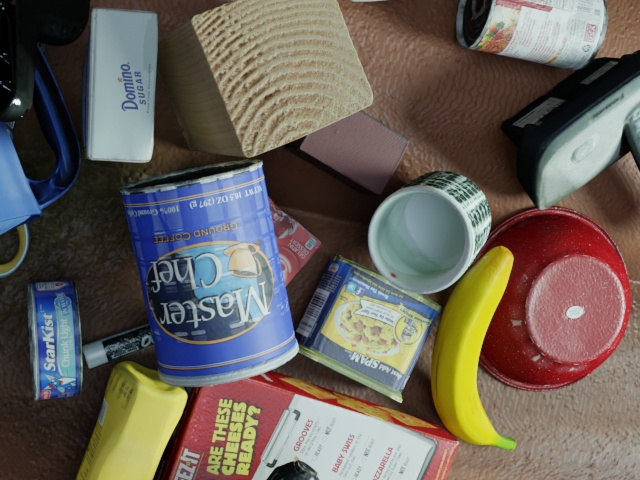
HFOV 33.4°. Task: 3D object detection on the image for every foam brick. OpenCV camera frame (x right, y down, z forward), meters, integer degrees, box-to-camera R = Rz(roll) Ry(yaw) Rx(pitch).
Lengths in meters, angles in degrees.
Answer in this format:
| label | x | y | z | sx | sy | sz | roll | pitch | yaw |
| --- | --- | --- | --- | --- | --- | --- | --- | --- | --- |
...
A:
| label | x | y | z | sx | sy | sz | roll | pitch | yaw |
| --- | --- | --- | --- | --- | --- | --- | --- | --- | --- |
| foam brick | 0.020 | -0.075 | 0.833 | 0.078 | 0.053 | 0.051 | 30 | 87 | -17 |

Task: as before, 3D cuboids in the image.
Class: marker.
| label | x | y | z | sx | sy | sz | roll | pitch | yaw |
| --- | --- | --- | --- | --- | --- | --- | --- | --- | --- |
| marker | -0.124 | 0.070 | 0.825 | 0.121 | 0.020 | 0.020 | -19 | 100 | -13 |

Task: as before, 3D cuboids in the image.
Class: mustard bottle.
| label | x | y | z | sx | sy | sz | roll | pitch | yaw |
| --- | --- | --- | --- | --- | --- | --- | --- | --- | --- |
| mustard bottle | -0.158 | 0.189 | 0.787 | 0.058 | 0.096 | 0.191 | 21 | 89 | -17 |

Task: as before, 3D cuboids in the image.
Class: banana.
| label | x | y | z | sx | sy | sz | roll | pitch | yaw |
| --- | --- | --- | --- | --- | --- | --- | --- | --- | --- |
| banana | 0.122 | 0.095 | 0.866 | 0.069 | 0.037 | 0.198 | -15 | 121 | -16 |

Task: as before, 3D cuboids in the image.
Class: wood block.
| label | x | y | z | sx | sy | sz | roll | pitch | yaw |
| --- | --- | --- | --- | --- | --- | --- | --- | --- | --- |
| wood block | -0.049 | -0.116 | 0.730 | 0.090 | 0.206 | 0.091 | -25 | 101 | -12 |

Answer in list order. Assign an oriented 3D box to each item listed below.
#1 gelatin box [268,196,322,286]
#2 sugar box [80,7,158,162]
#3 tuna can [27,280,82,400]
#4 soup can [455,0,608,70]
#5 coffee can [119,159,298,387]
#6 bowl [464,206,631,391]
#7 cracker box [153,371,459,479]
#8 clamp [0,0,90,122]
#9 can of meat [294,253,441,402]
| label | x | y | z | sx | sy | sz | roll | pitch | yaw |
| --- | --- | --- | --- | --- | --- | --- | --- | --- | --- |
| gelatin box | -0.055 | 0.001 | 0.831 | 0.089 | 0.030 | 0.073 | 42 | 85 | -14 |
| sugar box | -0.138 | -0.099 | 0.723 | 0.048 | 0.176 | 0.093 | 2 | 95 | -16 |
| tuna can | -0.193 | 0.072 | 0.772 | 0.033 | 0.086 | 0.086 | -3 | 96 | -17 |
| soup can | 0.169 | -0.178 | 0.856 | 0.102 | 0.069 | 0.068 | 8 | 93 | -16 |
| coffee can | -0.078 | 0.021 | 0.759 | 0.102 | 0.103 | 0.140 | -13 | 99 | -14 |
| bowl | 0.201 | 0.054 | 0.895 | 0.162 | 0.055 | 0.162 | -2 | 96 | -15 |
| cracker box | -0.020 | 0.197 | 0.840 | 0.213 | 0.072 | 0.164 | 19 | 91 | -16 |
| clamp | -0.199 | -0.155 | 0.690 | 0.036 | 0.209 | 0.164 | -33 | 91 | 21 |
| can of meat | 0.035 | 0.069 | 0.850 | 0.102 | 0.057 | 0.084 | 28 | 85 | -17 |
